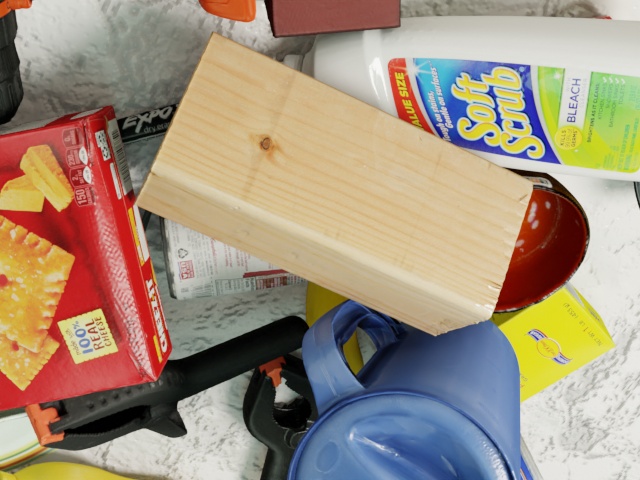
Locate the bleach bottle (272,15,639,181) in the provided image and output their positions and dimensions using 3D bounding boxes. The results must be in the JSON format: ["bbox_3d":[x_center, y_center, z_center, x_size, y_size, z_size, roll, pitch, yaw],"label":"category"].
[{"bbox_3d":[0.095,-0.088,0.660,0.251,0.068,0.102,3,125,8],"label":"bleach bottle"}]

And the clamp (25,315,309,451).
[{"bbox_3d":[-0.109,0.103,0.742,0.165,0.036,0.209,-38,161,24],"label":"clamp"}]

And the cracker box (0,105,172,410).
[{"bbox_3d":[-0.214,0.020,0.649,0.214,0.072,0.164,-11,102,3],"label":"cracker box"}]

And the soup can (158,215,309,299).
[{"bbox_3d":[-0.055,0.001,0.723,0.102,0.068,0.068,-7,129,-6],"label":"soup can"}]

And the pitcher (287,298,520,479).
[{"bbox_3d":[0.066,0.114,0.701,0.145,0.242,0.149,13,104,10],"label":"pitcher"}]

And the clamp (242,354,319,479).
[{"bbox_3d":[-0.024,0.158,0.871,0.120,0.039,0.171,-32,126,-1],"label":"clamp"}]

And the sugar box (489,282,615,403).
[{"bbox_3d":[0.134,0.095,0.852,0.176,0.048,0.093,-37,126,16],"label":"sugar box"}]

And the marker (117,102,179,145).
[{"bbox_3d":[-0.110,-0.074,0.684,0.121,0.020,0.020,-15,129,0],"label":"marker"}]

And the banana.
[{"bbox_3d":[0.023,0.041,0.786,0.069,0.037,0.198,15,127,-4],"label":"banana"}]

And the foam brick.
[{"bbox_3d":[0.005,-0.154,0.623,0.078,0.053,0.051,-6,129,-7],"label":"foam brick"}]

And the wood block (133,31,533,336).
[{"bbox_3d":[0.007,-0.028,0.632,0.206,0.090,0.090,24,163,-10],"label":"wood block"}]
